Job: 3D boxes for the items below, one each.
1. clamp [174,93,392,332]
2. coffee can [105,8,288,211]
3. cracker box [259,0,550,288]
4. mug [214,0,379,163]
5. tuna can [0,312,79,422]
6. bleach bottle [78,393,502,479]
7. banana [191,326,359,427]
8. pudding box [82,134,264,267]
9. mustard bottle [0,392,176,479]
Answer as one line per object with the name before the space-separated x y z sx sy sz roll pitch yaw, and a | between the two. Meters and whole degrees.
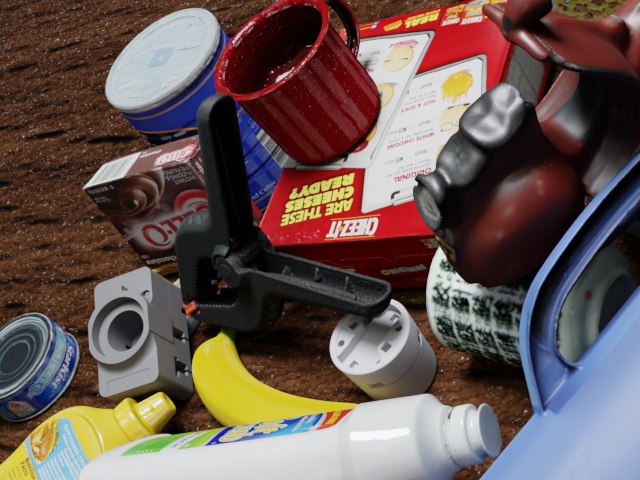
clamp | -0.055 0.001 0.706 0.036 0.164 0.210 -38 5 -32
coffee can | -0.088 -0.098 0.849 0.103 0.140 0.103 -21 44 21
cracker box | 0.064 -0.069 0.762 0.164 0.072 0.213 -5 53 37
mug | -0.008 -0.117 0.742 0.093 0.081 0.117 4 59 43
tuna can | -0.240 0.102 0.867 0.086 0.033 0.086 -21 44 21
bleach bottle | -0.015 0.129 0.610 0.251 0.102 0.068 -17 84 28
banana | -0.032 0.103 0.706 0.069 0.037 0.198 -50 41 -12
pudding box | -0.112 -0.028 0.820 0.114 0.090 0.039 -9 38 37
mustard bottle | -0.179 0.172 0.737 0.191 0.058 0.096 -40 51 0
